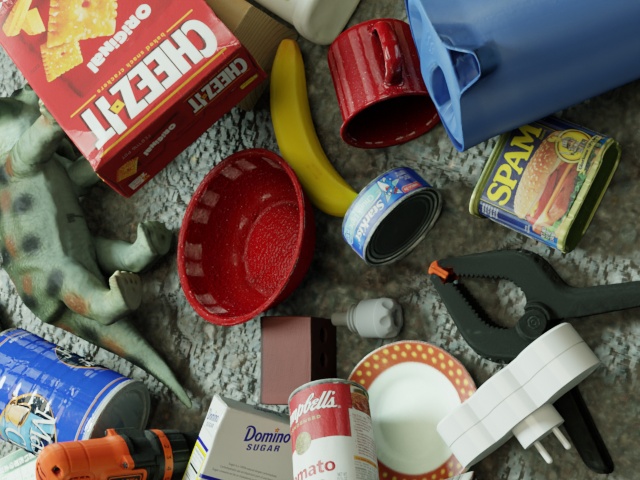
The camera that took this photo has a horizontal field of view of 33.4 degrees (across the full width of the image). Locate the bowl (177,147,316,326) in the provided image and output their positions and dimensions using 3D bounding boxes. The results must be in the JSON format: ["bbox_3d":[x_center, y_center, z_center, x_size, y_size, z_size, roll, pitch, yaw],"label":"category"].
[{"bbox_3d":[-0.056,0.001,0.960,0.162,0.055,0.162,-15,68,40],"label":"bowl"}]

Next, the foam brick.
[{"bbox_3d":[-0.019,0.106,0.937,0.051,0.052,0.078,-5,80,27],"label":"foam brick"}]

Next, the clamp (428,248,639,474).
[{"bbox_3d":[0.184,0.059,0.846,0.210,0.036,0.165,36,102,27],"label":"clamp"}]

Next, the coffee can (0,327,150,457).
[{"bbox_3d":[-0.245,0.154,0.996,0.140,0.102,0.103,21,91,19],"label":"coffee can"}]

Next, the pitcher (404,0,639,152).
[{"bbox_3d":[0.191,-0.169,0.810,0.243,0.145,0.149,-19,55,1],"label":"pitcher"}]

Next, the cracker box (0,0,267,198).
[{"bbox_3d":[-0.176,-0.171,0.936,0.164,0.072,0.214,-41,64,2],"label":"cracker box"}]

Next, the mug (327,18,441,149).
[{"bbox_3d":[0.053,-0.141,0.910,0.093,0.117,0.081,-13,68,-3],"label":"mug"}]

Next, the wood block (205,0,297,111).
[{"bbox_3d":[-0.137,-0.220,1.033,0.206,0.090,0.090,37,99,27],"label":"wood block"}]

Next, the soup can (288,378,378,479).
[{"bbox_3d":[0.010,0.172,0.858,0.069,0.068,0.102,-24,48,22],"label":"soup can"}]

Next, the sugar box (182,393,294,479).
[{"bbox_3d":[-0.077,0.230,0.924,0.176,0.093,0.048,-69,22,-1],"label":"sugar box"}]

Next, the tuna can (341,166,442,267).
[{"bbox_3d":[0.060,-0.020,0.898,0.086,0.086,0.034,-50,62,11],"label":"tuna can"}]

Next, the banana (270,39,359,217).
[{"bbox_3d":[-0.008,-0.092,0.973,0.070,0.037,0.198,-37,65,20],"label":"banana"}]

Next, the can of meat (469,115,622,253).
[{"bbox_3d":[0.181,-0.049,0.857,0.084,0.057,0.102,27,94,26],"label":"can of meat"}]

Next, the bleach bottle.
[{"bbox_3d":[-0.069,-0.284,1.026,0.251,0.068,0.102,34,97,30],"label":"bleach bottle"}]

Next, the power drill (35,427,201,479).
[{"bbox_3d":[-0.180,0.249,0.954,0.057,0.184,0.188,45,122,45],"label":"power drill"}]
